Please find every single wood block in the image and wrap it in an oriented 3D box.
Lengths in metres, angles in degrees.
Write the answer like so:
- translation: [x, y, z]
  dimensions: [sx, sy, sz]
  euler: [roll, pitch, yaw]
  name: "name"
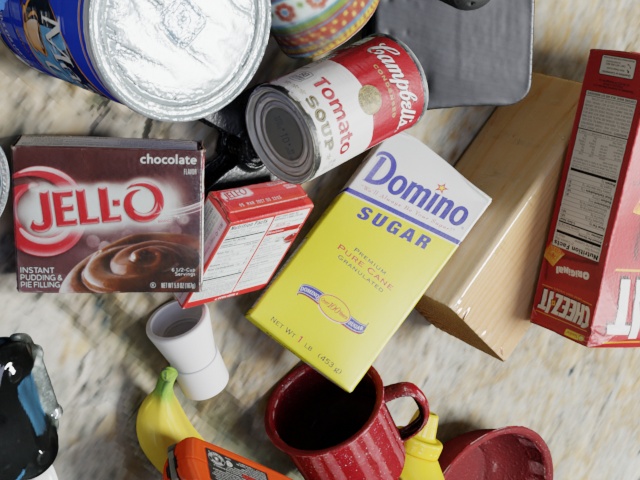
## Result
- translation: [0.154, -0.021, 0.846]
  dimensions: [0.206, 0.090, 0.090]
  euler: [-53, 128, -9]
  name: "wood block"

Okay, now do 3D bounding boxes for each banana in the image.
- translation: [-0.066, 0.167, 0.757]
  dimensions: [0.197, 0.070, 0.037]
  euler: [46, 44, -25]
  name: "banana"

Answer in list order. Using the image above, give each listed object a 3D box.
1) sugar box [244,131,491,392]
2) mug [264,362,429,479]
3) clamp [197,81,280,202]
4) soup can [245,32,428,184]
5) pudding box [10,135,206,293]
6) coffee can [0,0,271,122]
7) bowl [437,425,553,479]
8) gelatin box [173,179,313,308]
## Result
- translation: [0.035, 0.012, 0.771]
  dimensions: [0.093, 0.048, 0.176]
  euler: [37, 83, -4]
  name: "sugar box"
- translation: [0.026, 0.142, 0.803]
  dimensions: [0.117, 0.093, 0.081]
  euler: [-24, 129, 3]
  name: "mug"
- translation: [-0.057, -0.054, 0.708]
  dimensions: [0.171, 0.039, 0.120]
  euler: [-2, 115, -37]
  name: "clamp"
- translation: [0.011, -0.085, 0.686]
  dimensions: [0.102, 0.069, 0.068]
  euler: [-30, 123, -34]
  name: "soup can"
- translation: [-0.126, -0.016, 0.641]
  dimensions: [0.113, 0.039, 0.090]
  euler: [0, 109, -9]
  name: "pudding box"
- translation: [-0.107, -0.127, 0.575]
  dimensions: [0.102, 0.141, 0.103]
  euler: [-14, 114, -33]
  name: "coffee can"
- translation: [0.130, 0.227, 0.941]
  dimensions: [0.161, 0.055, 0.162]
  euler: [-14, 114, -33]
  name: "bowl"
- translation: [-0.055, 0.001, 0.704]
  dimensions: [0.073, 0.030, 0.089]
  euler: [-14, 147, -42]
  name: "gelatin box"
